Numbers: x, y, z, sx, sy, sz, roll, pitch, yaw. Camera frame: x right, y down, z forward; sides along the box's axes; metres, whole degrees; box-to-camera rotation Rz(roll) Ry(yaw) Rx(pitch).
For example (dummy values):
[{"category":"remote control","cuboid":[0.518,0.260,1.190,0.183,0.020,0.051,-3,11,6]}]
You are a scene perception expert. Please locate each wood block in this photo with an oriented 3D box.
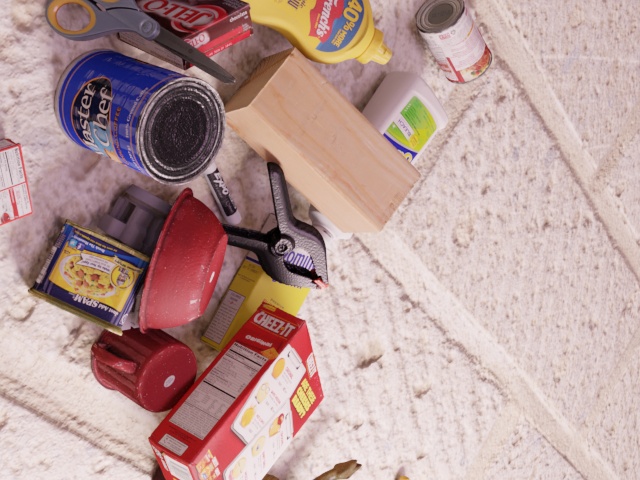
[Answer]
[{"category":"wood block","cuboid":[0.000,-0.107,1.189,0.206,0.091,0.090,43,73,-20]}]

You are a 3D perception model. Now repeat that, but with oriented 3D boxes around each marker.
[{"category":"marker","cuboid":[-0.118,-0.066,1.198,0.020,0.020,0.121,-44,134,-24]}]

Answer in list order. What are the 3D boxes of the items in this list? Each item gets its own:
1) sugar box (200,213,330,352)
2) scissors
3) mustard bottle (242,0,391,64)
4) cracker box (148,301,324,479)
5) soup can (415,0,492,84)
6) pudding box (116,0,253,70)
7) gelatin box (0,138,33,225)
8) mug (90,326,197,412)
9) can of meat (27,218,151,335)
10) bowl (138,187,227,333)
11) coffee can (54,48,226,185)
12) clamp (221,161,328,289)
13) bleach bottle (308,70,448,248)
[{"category":"sugar box","cuboid":[-0.064,0.065,1.295,0.093,0.048,0.176,36,82,-48]},{"category":"scissors","cuboid":[-0.176,-0.185,0.979,0.096,0.202,0.016,-42,169,5]},{"category":"mustard bottle","cuboid":[-0.003,-0.246,1.149,0.191,0.058,0.096,29,86,-22]},{"category":"cracker box","cuboid":[-0.091,0.200,1.214,0.213,0.072,0.164,-50,149,-29]},{"category":"soup can","cuboid":[0.172,-0.260,1.376,0.068,0.069,0.102,-54,137,-13]},{"category":"pudding box","cuboid":[-0.135,-0.213,1.042,0.089,0.114,0.039,-34,134,-31]},{"category":"gelatin box","cuboid":[-0.316,-0.047,0.992,0.089,0.030,0.073,-26,124,-37]},{"category":"mug","cuboid":[-0.196,0.133,1.159,0.117,0.082,0.093,27,87,-49]},{"category":"can of meat","cuboid":[-0.230,0.036,1.077,0.102,0.057,0.084,27,84,-16]},{"category":"bowl","cuboid":[-0.139,0.028,1.127,0.162,0.055,0.162,19,88,-87]},{"category":"coffee can","cuboid":[-0.174,-0.120,1.023,0.102,0.141,0.103,-21,122,-39]},{"category":"clamp","cuboid":[-0.058,0.002,1.223,0.120,0.039,0.171,-28,118,13]},{"category":"bleach bottle","cuboid":[0.061,-0.087,1.317,0.250,0.068,0.102,-57,132,-20]}]
